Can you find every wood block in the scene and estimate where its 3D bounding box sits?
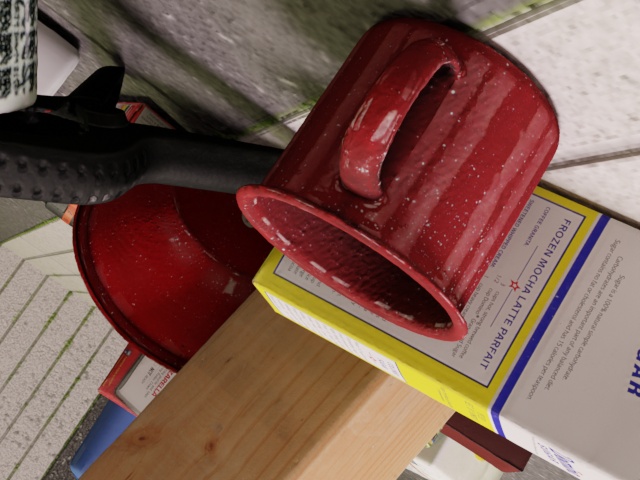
[{"bbox_3d":[-0.005,0.083,0.537,0.090,0.206,0.090,36,168,34],"label":"wood block"}]

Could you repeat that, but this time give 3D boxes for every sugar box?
[{"bbox_3d":[0.071,0.024,0.427,0.176,0.093,0.048,28,167,22],"label":"sugar box"}]

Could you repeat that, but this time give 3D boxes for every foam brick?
[{"bbox_3d":[0.118,0.125,0.769,0.078,0.053,0.051,31,167,3],"label":"foam brick"}]

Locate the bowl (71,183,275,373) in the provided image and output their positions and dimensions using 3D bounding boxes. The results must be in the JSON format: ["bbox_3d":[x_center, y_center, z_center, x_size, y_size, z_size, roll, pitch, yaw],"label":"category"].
[{"bbox_3d":[-0.054,0.001,0.601,0.162,0.162,0.055,35,129,-9],"label":"bowl"}]

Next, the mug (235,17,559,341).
[{"bbox_3d":[0.029,-0.027,0.365,0.093,0.081,0.117,29,166,18],"label":"mug"}]

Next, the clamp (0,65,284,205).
[{"bbox_3d":[-0.100,-0.045,0.511,0.165,0.036,0.209,23,-160,21],"label":"clamp"}]
